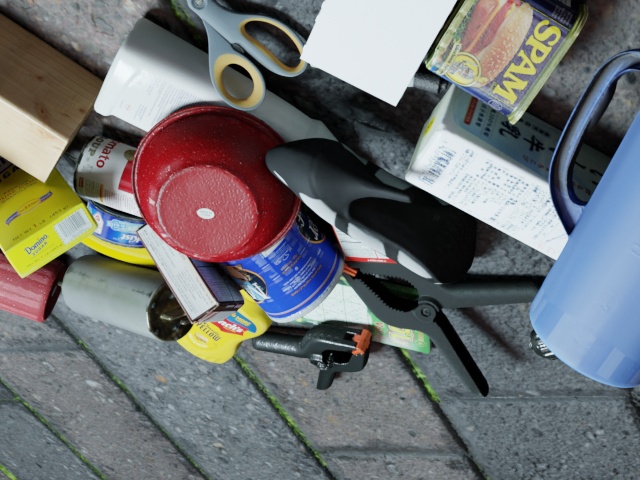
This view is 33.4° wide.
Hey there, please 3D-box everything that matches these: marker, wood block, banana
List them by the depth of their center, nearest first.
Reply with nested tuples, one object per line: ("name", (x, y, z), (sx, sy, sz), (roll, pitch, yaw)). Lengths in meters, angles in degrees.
("marker", (0.051, -0.147, 0.920), (0.121, 0.020, 0.020), (15, 142, 12))
("wood block", (-0.330, -0.162, 1.050), (0.206, 0.090, 0.091), (33, 142, -12))
("banana", (-0.220, -0.002, 1.228), (0.198, 0.037, 0.070), (21, 145, 5))

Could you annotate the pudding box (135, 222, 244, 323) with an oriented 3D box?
("pudding box", (-0.131, 0.028, 1.080), (0.039, 0.090, 0.113), (-37, 80, 10))

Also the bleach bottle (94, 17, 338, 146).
("bleach bottle", (-0.080, -0.106, 1.005), (0.250, 0.068, 0.103), (29, 139, -9))

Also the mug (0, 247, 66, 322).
("mug", (-0.371, 0.053, 1.348), (0.081, 0.093, 0.117), (20, 174, -2))

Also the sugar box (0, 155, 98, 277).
("sugar box", (-0.309, -0.043, 1.111), (0.176, 0.093, 0.048), (43, 162, 42))

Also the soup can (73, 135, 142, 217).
("soup can", (-0.198, -0.064, 1.117), (0.102, 0.068, 0.068), (19, 143, 8))

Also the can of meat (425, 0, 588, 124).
("can of meat", (0.140, -0.155, 0.814), (0.084, 0.057, 0.102), (30, 121, -3))

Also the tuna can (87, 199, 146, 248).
("tuna can", (-0.211, -0.025, 1.155), (0.086, 0.086, 0.034), (19, 110, 6))

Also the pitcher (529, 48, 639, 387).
("pitcher", (0.252, -0.016, 0.808), (0.144, 0.149, 0.243), (14, 119, -24))

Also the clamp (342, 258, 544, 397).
("clamp", (0.117, 0.075, 1.119), (0.210, 0.036, 0.165), (21, 125, 8))

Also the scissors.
("scissors", (-0.107, -0.187, 0.927), (0.201, 0.016, 0.096), (28, 107, -7))

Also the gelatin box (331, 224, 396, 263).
("gelatin box", (0.050, -0.018, 1.068), (0.073, 0.030, 0.089), (2, 135, 27))

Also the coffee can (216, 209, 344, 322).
("coffee can", (-0.057, 0.001, 1.090), (0.103, 0.102, 0.140), (-16, 128, 41))

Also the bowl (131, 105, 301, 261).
("bowl", (-0.099, -0.038, 0.970), (0.162, 0.055, 0.162), (2, 119, 4))

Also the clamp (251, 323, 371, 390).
("clamp", (0.009, 0.138, 1.266), (0.120, 0.039, 0.172), (35, 152, -32))

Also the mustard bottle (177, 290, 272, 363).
("mustard bottle", (-0.105, 0.077, 1.245), (0.096, 0.058, 0.192), (40, 140, -9))
